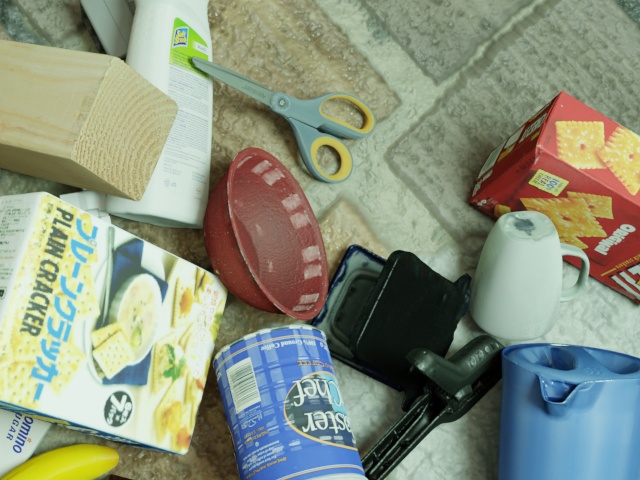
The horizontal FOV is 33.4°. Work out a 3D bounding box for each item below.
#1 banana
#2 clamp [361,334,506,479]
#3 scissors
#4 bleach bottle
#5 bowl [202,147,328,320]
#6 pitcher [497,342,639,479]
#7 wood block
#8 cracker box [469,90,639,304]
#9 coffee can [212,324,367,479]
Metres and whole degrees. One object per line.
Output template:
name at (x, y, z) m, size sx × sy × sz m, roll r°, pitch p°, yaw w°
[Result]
banana at (-0.249, 0.224, 0.883) m, size 0.197 × 0.037 × 0.069 m, roll -47°, pitch 126°, yaw -37°
clamp at (0.106, 0.143, 0.953) m, size 0.036 × 0.209 × 0.165 m, roll 40°, pitch 120°, yaw 25°
scissors at (-0.034, -0.106, 0.982) m, size 0.201 × 0.016 × 0.096 m, roll 4°, pitch 93°, yaw -34°
bleach bottle at (-0.132, -0.141, 0.954) m, size 0.068 × 0.102 × 0.251 m, roll 3°, pitch 84°, yaw 28°
bowl at (-0.056, 0.001, 0.952) m, size 0.055 × 0.161 × 0.162 m, roll -21°, pitch 85°, yaw 24°
pitcher at (0.222, 0.215, 0.950) m, size 0.149 × 0.145 × 0.243 m, roll 1°, pitch 98°, yaw -20°
wood block at (-0.233, -0.106, 0.888) m, size 0.206 × 0.090 × 0.090 m, roll 14°, pitch 78°, yaw 33°
cracker box at (0.264, -0.030, 0.984) m, size 0.213 × 0.164 × 0.072 m, roll 31°, pitch 70°, yaw -5°
coffee can at (-0.027, 0.156, 0.900) m, size 0.102 × 0.103 × 0.140 m, roll -11°, pitch 62°, yaw -12°
